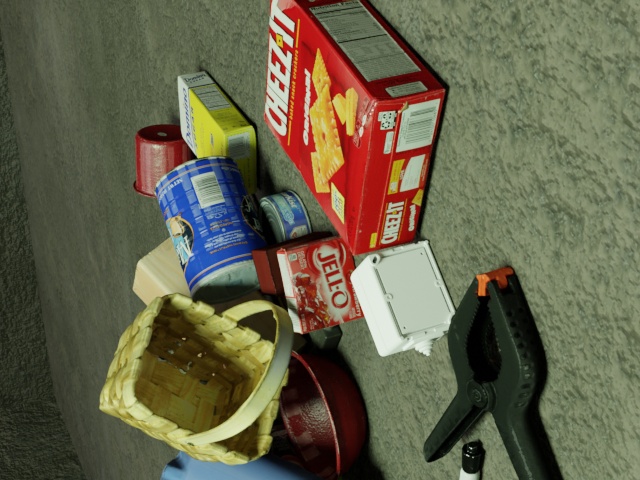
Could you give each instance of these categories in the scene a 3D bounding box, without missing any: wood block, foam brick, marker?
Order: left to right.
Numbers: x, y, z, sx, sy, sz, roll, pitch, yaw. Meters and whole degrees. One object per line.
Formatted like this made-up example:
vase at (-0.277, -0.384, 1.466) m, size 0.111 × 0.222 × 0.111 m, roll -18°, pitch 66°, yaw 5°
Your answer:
wood block at (-0.126, 0.091, 1.302) m, size 0.206 × 0.090 × 0.091 m, roll 45°, pitch 153°, yaw 9°
foam brick at (-0.026, 0.025, 1.142) m, size 0.051 × 0.078 × 0.053 m, roll -2°, pitch 104°, yaw 68°
marker at (0.133, 0.229, 0.959) m, size 0.020 × 0.020 × 0.121 m, roll -133°, pitch 35°, yaw -50°

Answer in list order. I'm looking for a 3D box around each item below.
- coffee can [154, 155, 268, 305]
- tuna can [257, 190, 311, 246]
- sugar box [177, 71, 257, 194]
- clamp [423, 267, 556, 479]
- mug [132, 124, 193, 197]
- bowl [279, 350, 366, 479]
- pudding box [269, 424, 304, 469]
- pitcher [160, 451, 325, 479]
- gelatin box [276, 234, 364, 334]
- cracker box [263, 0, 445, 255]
coffee can at (-0.120, -0.011, 1.216) m, size 0.103 × 0.102 × 0.140 m, roll 120°, pitch 132°, yaw -61°
tuna can at (-0.041, -0.012, 1.212) m, size 0.086 × 0.033 × 0.086 m, roll 166°, pitch 90°, yaw -68°
sugar box at (-0.132, -0.135, 1.341) m, size 0.176 × 0.048 × 0.093 m, roll 47°, pitch 145°, yaw 48°
clamp at (0.144, 0.126, 0.842) m, size 0.165 × 0.036 × 0.210 m, roll 32°, pitch 129°, yaw 48°
mug at (-0.219, -0.120, 1.525) m, size 0.117 × 0.093 × 0.081 m, roll -66°, pitch -19°, yaw -63°
bowl at (0.007, 0.192, 1.193) m, size 0.162 × 0.055 × 0.162 m, roll 48°, pitch 146°, yaw 49°
pudding box at (-0.045, 0.274, 1.314) m, size 0.114 × 0.039 × 0.090 m, roll -21°, pitch 104°, yaw 48°
pitcher at (-0.054, 0.302, 1.186) m, size 0.243 × 0.149 × 0.145 m, roll 5°, pitch 116°, yaw 54°
gelatin box at (0.001, 0.044, 1.093) m, size 0.030 × 0.073 × 0.089 m, roll 4°, pitch 106°, yaw 66°
cracker box at (0.019, -0.118, 0.949) m, size 0.164 × 0.072 × 0.214 m, roll 97°, pitch 151°, yaw -42°
